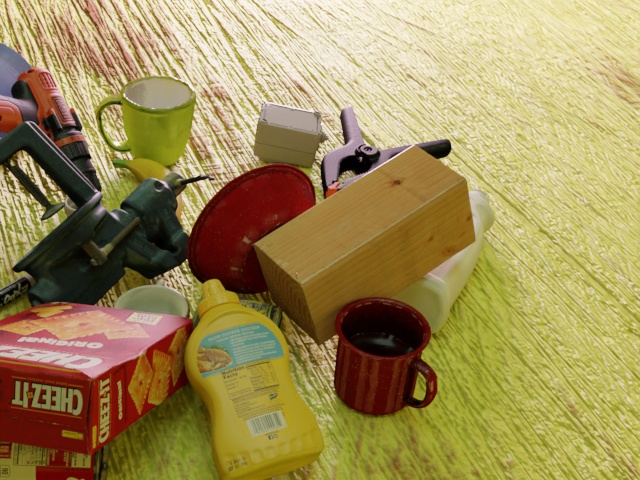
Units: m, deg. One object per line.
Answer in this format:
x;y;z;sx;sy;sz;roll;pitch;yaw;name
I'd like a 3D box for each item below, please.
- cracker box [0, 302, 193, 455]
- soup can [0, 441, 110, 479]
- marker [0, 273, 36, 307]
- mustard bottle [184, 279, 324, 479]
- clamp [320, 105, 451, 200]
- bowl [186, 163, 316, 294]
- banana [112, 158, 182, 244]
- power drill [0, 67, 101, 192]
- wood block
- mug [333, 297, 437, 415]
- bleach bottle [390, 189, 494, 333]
-0.224;0.111;0.929;0.164;0.072;0.213;5;9;14;cracker box
-0.236;0.184;0.913;0.102;0.068;0.068;3;35;-4;soup can
-0.325;0.054;1.125;0.020;0.020;0.120;27;40;27;marker
-0.072;0.121;0.974;0.096;0.058;0.192;-14;64;-17;mustard bottle
0.071;-0.103;1.389;0.165;0.036;0.209;16;38;15;clamp
-0.057;0.001;1.119;0.161;0.162;0.055;-18;46;-30;bowl
-0.198;-0.046;1.275;0.069;0.037;0.198;-21;39;-6;banana
-0.350;-0.113;1.230;0.187;0.057;0.184;-13;72;-57;power drill
0.048;0.002;1.089;0.205;0.090;0.091;-32;44;-18;wood block
0.065;0.120;1.034;0.117;0.081;0.093;30;42;30;mug
0.144;0.007;1.223;0.103;0.068;0.250;20;35;22;bleach bottle
